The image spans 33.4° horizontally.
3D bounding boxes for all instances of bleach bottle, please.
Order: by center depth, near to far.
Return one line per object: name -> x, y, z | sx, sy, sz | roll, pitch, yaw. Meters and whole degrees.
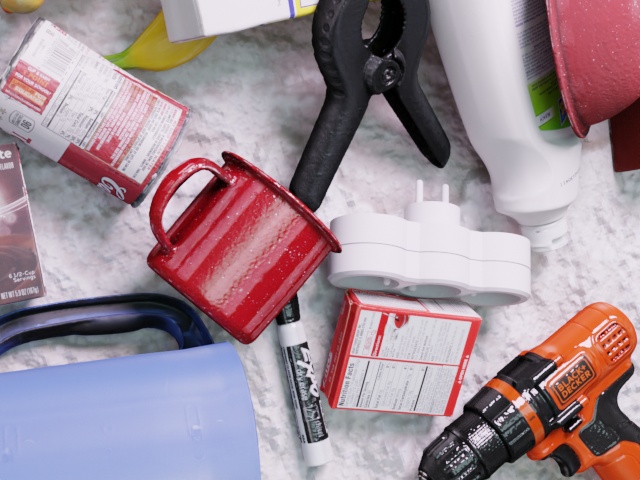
bleach bottle -> 0.118, -0.109, 0.681 | 0.102, 0.068, 0.251 | -32, 114, -42

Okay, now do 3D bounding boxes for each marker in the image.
marker -> -0.013, 0.083, 0.680 | 0.020, 0.020, 0.121 | -14, 94, -19

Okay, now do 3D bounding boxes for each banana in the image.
banana -> -0.073, -0.183, 0.649 | 0.069, 0.037, 0.198 | 21, 83, -20

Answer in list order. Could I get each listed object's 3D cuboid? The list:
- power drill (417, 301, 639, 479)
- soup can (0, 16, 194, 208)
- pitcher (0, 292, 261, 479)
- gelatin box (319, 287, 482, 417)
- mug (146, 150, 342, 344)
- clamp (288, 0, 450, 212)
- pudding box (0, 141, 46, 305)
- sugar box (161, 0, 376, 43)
power drill -> 0.175, 0.162, 0.725 | 0.184, 0.057, 0.187 | -37, 101, -15
soup can -> -0.133, -0.073, 0.613 | 0.102, 0.069, 0.068 | 31, 80, -16
pitcher -> -0.160, 0.120, 0.583 | 0.242, 0.149, 0.145 | -3, 106, -16
gelatin box -> 0.051, 0.073, 0.686 | 0.089, 0.030, 0.073 | 7, 109, -18
mug -> -0.054, 0.001, 0.624 | 0.081, 0.093, 0.117 | -50, 132, -8
clamp -> 0.039, -0.102, 0.654 | 0.120, 0.039, 0.171 | -16, 126, -37
pudding box -> -0.218, -0.001, 0.599 | 0.113, 0.039, 0.090 | -12, 94, -19
sugar box -> -0.018, -0.179, 0.634 | 0.175, 0.048, 0.093 | -19, 104, -34
